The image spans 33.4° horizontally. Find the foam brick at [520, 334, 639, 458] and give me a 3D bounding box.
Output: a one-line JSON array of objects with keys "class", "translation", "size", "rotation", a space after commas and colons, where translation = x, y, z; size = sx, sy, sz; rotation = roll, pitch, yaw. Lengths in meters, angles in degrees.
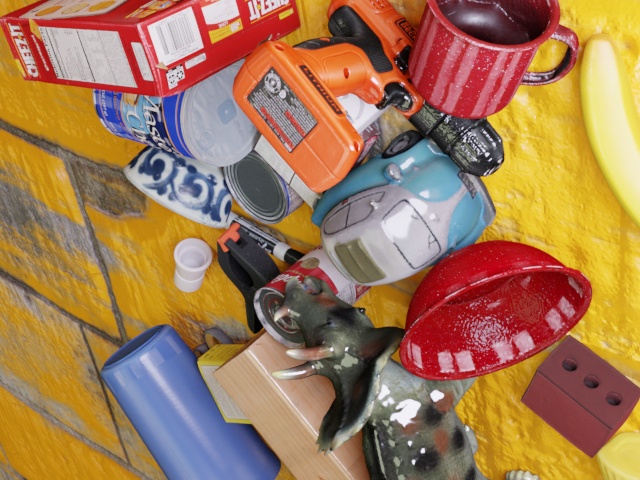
[{"class": "foam brick", "translation": [0.216, 0.129, 0.884], "size": [0.078, 0.052, 0.051], "rotation": [38, 144, 20]}]

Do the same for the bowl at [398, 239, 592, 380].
[{"class": "bowl", "translation": [0.132, 0.048, 0.856], "size": [0.162, 0.162, 0.055], "rotation": [107, 150, -51]}]

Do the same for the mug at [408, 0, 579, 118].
[{"class": "mug", "translation": [0.120, -0.137, 0.740], "size": [0.117, 0.093, 0.082], "rotation": [11, 146, -4]}]

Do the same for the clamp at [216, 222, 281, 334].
[{"class": "clamp", "translation": [-0.069, 0.053, 1.155], "size": [0.120, 0.039, 0.171], "rotation": [-3, 127, 46]}]

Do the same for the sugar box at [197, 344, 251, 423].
[{"class": "sugar box", "translation": [-0.059, 0.167, 1.241], "size": [0.177, 0.048, 0.093], "rotation": [-7, 115, 42]}]

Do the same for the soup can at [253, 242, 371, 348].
[{"class": "soup can", "translation": [-0.005, 0.048, 1.030], "size": [0.069, 0.102, 0.068], "rotation": [31, 141, 29]}]

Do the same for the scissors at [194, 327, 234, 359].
[{"class": "scissors", "translation": [-0.083, 0.177, 1.316], "size": [0.202, 0.016, 0.096], "rotation": [32, 141, 28]}]

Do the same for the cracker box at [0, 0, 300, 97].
[{"class": "cracker box", "translation": [-0.150, -0.190, 0.933], "size": [0.214, 0.163, 0.072], "rotation": [13, 128, 43]}]

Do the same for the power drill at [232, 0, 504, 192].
[{"class": "power drill", "translation": [0.038, -0.099, 0.774], "size": [0.184, 0.187, 0.057], "rotation": [49, 128, 7]}]

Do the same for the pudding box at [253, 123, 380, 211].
[{"class": "pudding box", "translation": [-0.006, -0.090, 0.963], "size": [0.090, 0.039, 0.114], "rotation": [46, 144, 9]}]

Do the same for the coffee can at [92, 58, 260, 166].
[{"class": "coffee can", "translation": [-0.135, -0.134, 1.019], "size": [0.141, 0.102, 0.103], "rotation": [19, 134, 40]}]

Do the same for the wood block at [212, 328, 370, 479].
[{"class": "wood block", "translation": [-0.002, 0.179, 1.093], "size": [0.206, 0.090, 0.090], "rotation": [51, 143, 0]}]

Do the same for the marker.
[{"class": "marker", "translation": [-0.057, 0.001, 1.124], "size": [0.121, 0.020, 0.020], "rotation": [29, 140, 31]}]

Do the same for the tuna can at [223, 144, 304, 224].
[{"class": "tuna can", "translation": [-0.054, -0.061, 1.051], "size": [0.086, 0.033, 0.086], "rotation": [31, 140, 29]}]

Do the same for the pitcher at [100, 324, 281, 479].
[{"class": "pitcher", "translation": [-0.169, 0.228, 1.360], "size": [0.149, 0.144, 0.243], "rotation": [-23, 105, 47]}]
